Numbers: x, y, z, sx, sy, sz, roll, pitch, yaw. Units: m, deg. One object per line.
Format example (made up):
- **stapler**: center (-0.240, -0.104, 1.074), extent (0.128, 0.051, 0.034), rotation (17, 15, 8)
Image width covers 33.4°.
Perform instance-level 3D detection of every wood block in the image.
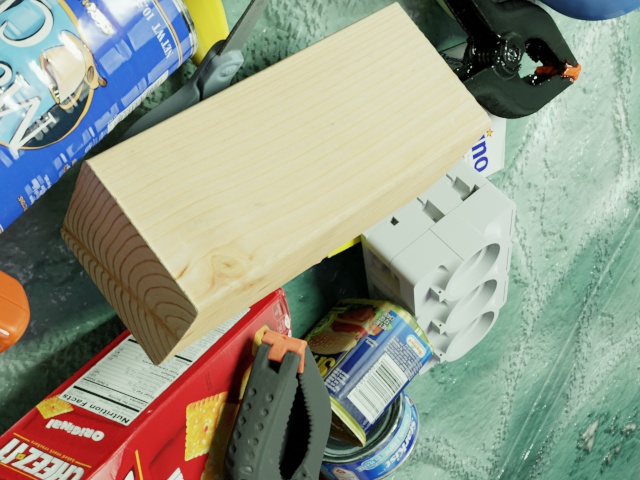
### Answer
- **wood block**: center (-0.021, -0.033, 0.568), extent (0.205, 0.091, 0.090), rotation (-33, 172, -30)

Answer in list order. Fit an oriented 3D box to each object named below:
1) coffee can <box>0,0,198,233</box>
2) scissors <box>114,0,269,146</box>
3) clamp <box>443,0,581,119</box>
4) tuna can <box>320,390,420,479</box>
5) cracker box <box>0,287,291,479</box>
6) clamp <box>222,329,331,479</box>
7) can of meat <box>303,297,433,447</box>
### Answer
- **coffee can**: center (-0.141, -0.078, 0.491), extent (0.140, 0.103, 0.102), rotation (-46, 135, -15)
- **scissors**: center (-0.045, -0.090, 0.570), extent (0.202, 0.016, 0.096), rotation (-42, 164, 30)
- **clamp**: center (0.107, -0.113, 0.697), extent (0.171, 0.039, 0.120), rotation (16, 95, -40)
- **tuna can**: center (0.026, 0.132, 0.775), extent (0.086, 0.086, 0.033), rotation (-47, 134, -14)
- **cracker box**: center (-0.093, 0.138, 0.631), extent (0.213, 0.072, 0.164), rotation (-44, 139, -47)
- **clamp**: center (-0.021, 0.150, 0.653), extent (0.164, 0.036, 0.210), rotation (-22, 122, -59)
- **can of meat**: center (0.020, 0.087, 0.734), extent (0.084, 0.102, 0.057), rotation (-47, 108, -18)
